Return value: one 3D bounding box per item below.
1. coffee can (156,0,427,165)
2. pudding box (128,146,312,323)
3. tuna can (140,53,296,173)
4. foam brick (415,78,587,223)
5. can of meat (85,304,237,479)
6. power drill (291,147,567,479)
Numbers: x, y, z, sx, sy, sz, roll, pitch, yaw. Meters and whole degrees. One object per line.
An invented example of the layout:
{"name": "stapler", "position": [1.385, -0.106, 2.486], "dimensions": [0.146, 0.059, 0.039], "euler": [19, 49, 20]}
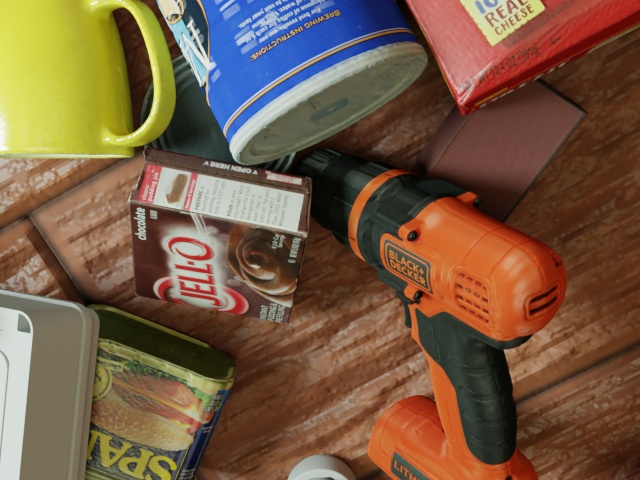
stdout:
{"name": "coffee can", "position": [-0.026, -0.121, 0.509], "dimensions": [0.103, 0.102, 0.140], "euler": [-29, 84, 9]}
{"name": "pudding box", "position": [-0.054, 0.001, 0.571], "dimensions": [0.090, 0.039, 0.113], "euler": [10, 149, -2]}
{"name": "tuna can", "position": [-0.053, -0.065, 0.585], "dimensions": [0.086, 0.033, 0.086], "euler": [0, 107, 1]}
{"name": "foam brick", "position": [0.095, -0.055, 0.574], "dimensions": [0.051, 0.053, 0.078], "euler": [33, 105, -8]}
{"name": "can of meat", "position": [-0.108, 0.095, 0.624], "dimensions": [0.102, 0.057, 0.084], "euler": [22, 104, -5]}
{"name": "power drill", "position": [0.053, 0.051, 0.571], "dimensions": [0.057, 0.185, 0.187], "euler": [-27, 125, -25]}
